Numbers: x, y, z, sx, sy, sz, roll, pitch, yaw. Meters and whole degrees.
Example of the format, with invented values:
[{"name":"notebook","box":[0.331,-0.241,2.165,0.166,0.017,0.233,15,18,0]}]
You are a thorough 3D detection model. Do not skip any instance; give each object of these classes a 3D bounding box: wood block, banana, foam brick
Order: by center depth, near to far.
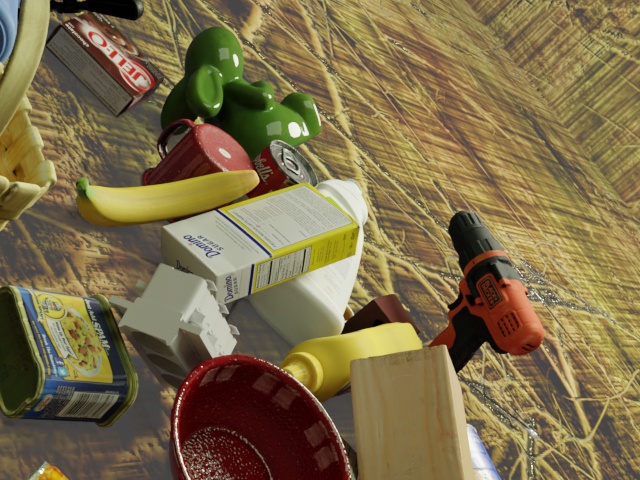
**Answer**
[{"name":"wood block","box":[0.083,0.205,0.907,0.091,0.090,0.206,65,17,-54]},{"name":"banana","box":[-0.150,-0.039,0.999,0.197,0.070,0.037,-8,81,-41]},{"name":"foam brick","box":[0.056,0.102,1.135,0.053,0.078,0.051,54,23,15]}]

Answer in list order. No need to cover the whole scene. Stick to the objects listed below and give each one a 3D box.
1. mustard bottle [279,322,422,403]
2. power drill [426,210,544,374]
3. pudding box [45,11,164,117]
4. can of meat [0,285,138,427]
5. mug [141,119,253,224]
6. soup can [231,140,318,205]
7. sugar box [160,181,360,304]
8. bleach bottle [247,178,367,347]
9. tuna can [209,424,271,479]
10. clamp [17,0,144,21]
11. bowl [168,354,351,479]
[{"name":"mustard bottle","box":[0.017,0.120,1.016,0.191,0.096,0.058,-1,64,-59]},{"name":"power drill","box":[0.138,0.081,1.167,0.057,0.188,0.184,21,36,-42]},{"name":"pudding box","box":[-0.234,-0.195,1.166,0.113,0.039,0.090,43,25,-6]},{"name":"can of meat","box":[-0.192,0.083,0.775,0.083,0.058,0.102,14,39,-48]},{"name":"mug","box":[-0.128,-0.074,1.099,0.093,0.082,0.117,8,44,-55]},{"name":"soup can","box":[-0.061,-0.049,1.146,0.068,0.102,0.068,37,25,-21]},{"name":"sugar box","box":[-0.057,0.001,1.031,0.175,0.048,0.093,-21,43,-33]},{"name":"bleach bottle","box":[0.006,0.009,1.157,0.102,0.068,0.250,44,34,-11]},{"name":"tuna can","box":[-0.065,0.177,0.866,0.086,0.034,0.086,37,25,-21]},{"name":"clamp","box":[-0.262,-0.263,1.147,0.164,0.036,0.210,-1,24,0]},{"name":"bowl","box":[-0.055,0.168,0.793,0.162,0.055,0.162,27,41,-27]}]
